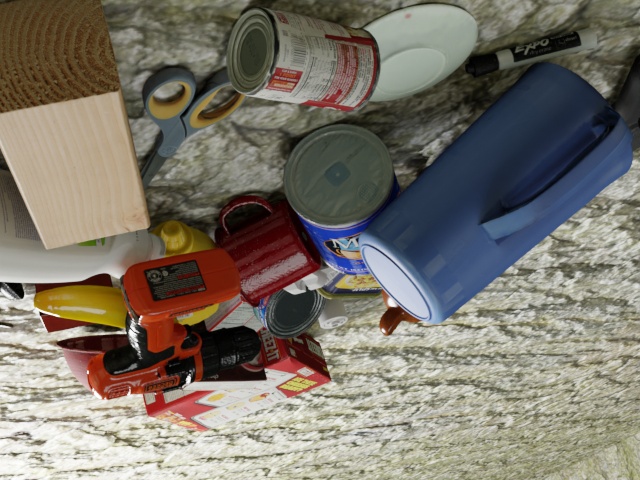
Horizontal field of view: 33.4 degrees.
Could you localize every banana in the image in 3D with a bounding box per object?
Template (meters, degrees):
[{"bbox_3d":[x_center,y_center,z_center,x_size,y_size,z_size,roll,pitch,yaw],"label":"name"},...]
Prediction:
[{"bbox_3d":[-0.199,0.078,1.076,0.070,0.037,0.197,-28,150,18],"label":"banana"}]

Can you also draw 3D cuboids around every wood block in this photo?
[{"bbox_3d":[-0.189,-0.084,0.802,0.090,0.090,0.206,-13,156,-9],"label":"wood block"}]

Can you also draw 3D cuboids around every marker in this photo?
[{"bbox_3d":[0.188,-0.168,0.958,0.121,0.020,0.020,-15,156,-6],"label":"marker"}]

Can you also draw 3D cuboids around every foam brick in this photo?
[{"bbox_3d":[-0.254,0.057,1.109,0.078,0.051,0.053,-12,156,-12],"label":"foam brick"}]

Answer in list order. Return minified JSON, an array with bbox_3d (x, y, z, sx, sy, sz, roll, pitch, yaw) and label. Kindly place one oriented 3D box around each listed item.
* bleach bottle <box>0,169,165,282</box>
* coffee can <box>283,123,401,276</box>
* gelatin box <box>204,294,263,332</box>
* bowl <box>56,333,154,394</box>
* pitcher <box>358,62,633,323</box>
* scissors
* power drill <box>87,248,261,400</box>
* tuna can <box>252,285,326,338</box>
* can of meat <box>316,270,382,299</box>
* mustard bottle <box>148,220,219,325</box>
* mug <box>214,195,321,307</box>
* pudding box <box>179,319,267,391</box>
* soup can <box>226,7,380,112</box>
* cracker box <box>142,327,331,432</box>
[{"bbox_3d":[-0.235,-0.002,0.930,0.068,0.102,0.250,-31,152,31],"label":"bleach bottle"},{"bbox_3d":[0.029,-0.036,1.034,0.103,0.103,0.140,-19,156,4],"label":"coffee can"},{"bbox_3d":[-0.090,0.082,1.298,0.073,0.030,0.089,4,146,-39],"label":"gelatin box"},{"bbox_3d":[-0.220,0.142,1.221,0.162,0.055,0.162,1,-178,0],"label":"bowl"},{"bbox_3d":[0.158,-0.039,0.955,0.242,0.145,0.149,-41,152,-13],"label":"pitcher"},{"bbox_3d":[-0.142,-0.090,0.911,0.202,0.016,0.096,-34,149,34],"label":"scissors"},{"bbox_3d":[-0.130,0.085,1.037,0.184,0.057,0.188,-13,148,-24],"label":"power drill"},{"bbox_3d":[-0.037,0.071,1.258,0.086,0.034,0.086,-20,128,-28],"label":"tuna can"},{"bbox_3d":[0.051,0.023,1.233,0.101,0.057,0.084,1,148,-37],"label":"can of meat"},{"bbox_3d":[-0.153,0.031,1.112,0.096,0.058,0.192,-6,155,-10],"label":"mustard bottle"},{"bbox_3d":[-0.057,0.001,1.094,0.081,0.093,0.117,-27,118,10],"label":"mug"},{"bbox_3d":[-0.128,0.139,1.322,0.113,0.090,0.039,3,150,-37],"label":"pudding box"},{"bbox_3d":[-0.013,-0.139,0.827,0.102,0.068,0.069,3,149,-38],"label":"soup can"},{"bbox_3d":[-0.115,0.185,1.456,0.214,0.072,0.164,-24,156,12],"label":"cracker box"}]
